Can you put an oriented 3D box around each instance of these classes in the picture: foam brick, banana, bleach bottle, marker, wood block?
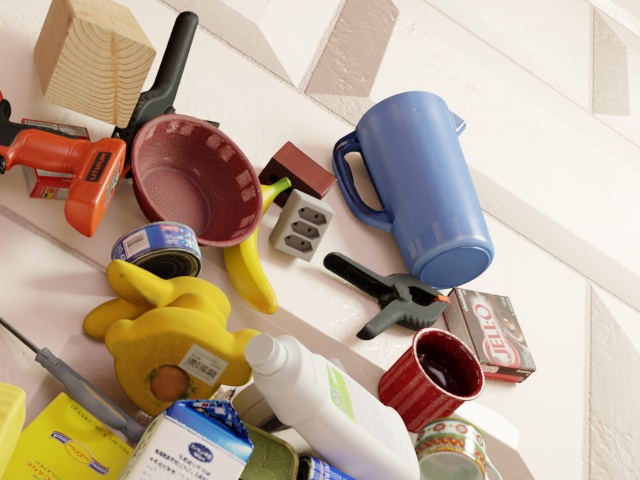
[{"bbox_3d":[-0.030,-0.070,1.283,0.078,0.053,0.051,37,36,0],"label":"foam brick"},{"bbox_3d":[-0.074,0.003,1.162,0.037,0.070,0.197,58,26,-43],"label":"banana"},{"bbox_3d":[0.005,0.149,0.964,0.250,0.068,0.102,49,13,-45],"label":"bleach bottle"},{"bbox_3d":[-0.106,-0.051,1.225,0.120,0.020,0.020,-4,53,-42],"label":"marker"},{"bbox_3d":[-0.246,-0.204,1.143,0.090,0.091,0.206,19,16,-24],"label":"wood block"}]

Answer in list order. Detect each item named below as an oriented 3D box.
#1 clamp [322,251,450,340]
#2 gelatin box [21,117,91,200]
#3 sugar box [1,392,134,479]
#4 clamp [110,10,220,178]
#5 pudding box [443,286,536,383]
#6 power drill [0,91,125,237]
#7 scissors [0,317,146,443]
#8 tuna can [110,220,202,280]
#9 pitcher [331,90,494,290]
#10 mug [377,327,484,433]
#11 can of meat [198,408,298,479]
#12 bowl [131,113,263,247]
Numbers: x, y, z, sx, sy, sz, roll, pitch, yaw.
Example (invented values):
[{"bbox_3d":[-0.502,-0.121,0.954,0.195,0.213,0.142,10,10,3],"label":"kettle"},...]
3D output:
[{"bbox_3d":[0.079,0.062,1.248,0.171,0.039,0.120,2,54,-47],"label":"clamp"},{"bbox_3d":[-0.272,-0.083,1.108,0.073,0.030,0.089,4,49,-37],"label":"gelatin box"},{"bbox_3d":[-0.223,0.205,0.830,0.093,0.048,0.176,38,35,1],"label":"sugar box"},{"bbox_3d":[-0.177,-0.147,1.183,0.036,0.164,0.209,12,39,22],"label":"clamp"},{"bbox_3d":[0.203,0.115,1.296,0.089,0.039,0.113,11,44,-31],"label":"pudding box"},{"bbox_3d":[-0.293,-0.069,1.018,0.187,0.057,0.184,20,48,-3],"label":"power drill"},{"bbox_3d":[-0.229,0.107,0.912,0.201,0.096,0.016,39,80,-3],"label":"scissors"},{"bbox_3d":[-0.160,0.020,1.047,0.085,0.086,0.034,6,49,-36],"label":"tuna can"},{"bbox_3d":[0.124,-0.060,1.356,0.144,0.149,0.243,24,39,-44],"label":"pitcher"},{"bbox_3d":[0.124,0.155,1.151,0.117,0.082,0.093,6,47,-36],"label":"mug"},{"bbox_3d":[-0.084,0.201,0.921,0.102,0.084,0.057,28,38,-14],"label":"can of meat"},{"bbox_3d":[-0.141,-0.053,1.136,0.161,0.055,0.162,23,48,-29],"label":"bowl"}]
